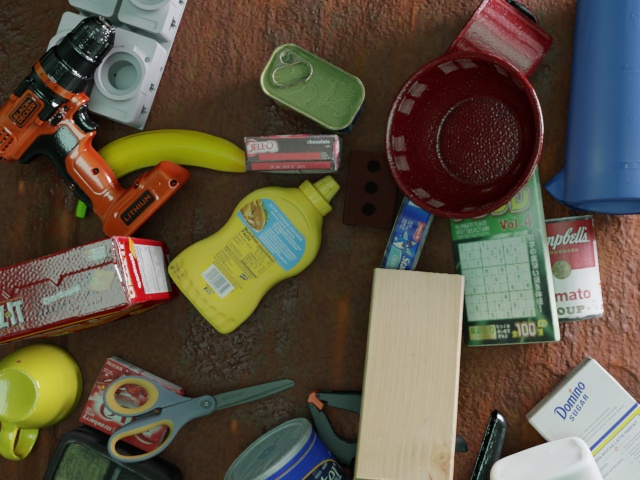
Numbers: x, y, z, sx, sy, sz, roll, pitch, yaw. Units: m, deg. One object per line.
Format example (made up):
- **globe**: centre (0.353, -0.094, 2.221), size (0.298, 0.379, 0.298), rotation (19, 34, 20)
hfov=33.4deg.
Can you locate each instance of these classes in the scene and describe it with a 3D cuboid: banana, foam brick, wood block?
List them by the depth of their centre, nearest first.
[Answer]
- **wood block**: centre (0.087, 0.141, 1.033), size (0.091, 0.090, 0.206), rotation (4, 66, 5)
- **foam brick**: centre (0.053, -0.052, 1.095), size (0.053, 0.051, 0.078), rotation (6, 89, 4)
- **banana**: centre (-0.173, -0.083, 1.123), size (0.198, 0.037, 0.069), rotation (-15, 110, 6)

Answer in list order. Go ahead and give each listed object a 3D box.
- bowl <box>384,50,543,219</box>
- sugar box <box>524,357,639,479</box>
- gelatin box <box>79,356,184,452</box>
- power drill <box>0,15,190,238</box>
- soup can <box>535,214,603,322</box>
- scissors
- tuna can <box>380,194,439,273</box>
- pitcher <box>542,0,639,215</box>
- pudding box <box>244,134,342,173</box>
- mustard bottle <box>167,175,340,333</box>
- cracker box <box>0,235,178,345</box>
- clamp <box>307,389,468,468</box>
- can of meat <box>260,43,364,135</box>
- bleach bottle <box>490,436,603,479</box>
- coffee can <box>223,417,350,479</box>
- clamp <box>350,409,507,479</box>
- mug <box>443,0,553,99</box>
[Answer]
- **bowl**: centre (0.146, -0.100, 1.040), size (0.162, 0.055, 0.162), rotation (-1, 88, 28)
- **sugar box**: centre (0.301, 0.211, 1.075), size (0.093, 0.048, 0.176), rotation (-44, 83, 2)
- **gelatin box**: centre (-0.197, 0.173, 1.120), size (0.089, 0.030, 0.073), rotation (24, 91, 5)
- **power drill**: centre (-0.221, -0.105, 1.068), size (0.187, 0.057, 0.185), rotation (45, 109, -4)
- **soup can**: centre (0.245, 0.028, 1.071), size (0.068, 0.068, 0.102), rotation (-6, 89, 4)
- **scissors**: centre (-0.134, 0.156, 1.097), size (0.201, 0.016, 0.096), rotation (-28, 76, -21)
- **tuna can**: centre (0.090, -0.006, 1.074), size (0.034, 0.086, 0.086), rotation (20, 90, 6)
- **pitcher**: centre (0.315, -0.146, 1.041), size (0.149, 0.145, 0.243), rotation (5, 86, -27)
- **pudding box**: centre (-0.025, -0.087, 1.071), size (0.090, 0.113, 0.039), rotation (0, 92, 4)
- **mustard bottle**: centre (-0.057, 0.001, 1.099), size (0.191, 0.058, 0.096), rotation (-41, 88, 3)
- **cracker box**: centre (-0.240, 0.051, 1.034), size (0.164, 0.213, 0.072), rotation (-16, 88, 4)
- **clamp**: centre (0.052, 0.219, 1.096), size (0.171, 0.039, 0.120), rotation (28, 81, 4)
- **can of meat**: centre (-0.006, -0.150, 1.085), size (0.102, 0.084, 0.057), rotation (28, 91, 4)
- **bleach bottle**: centre (0.255, 0.320, 1.046), size (0.102, 0.068, 0.251), rotation (-21, 106, 7)
- **coffee can**: centre (-0.014, 0.262, 1.055), size (0.103, 0.103, 0.140), rotation (-35, 100, 3)
- **clamp**: centre (0.144, 0.280, 1.060), size (0.164, 0.036, 0.210), rotation (-25, 85, -5)
- **mug**: centre (0.184, -0.201, 1.077), size (0.081, 0.093, 0.117), rotation (36, 55, -1)
